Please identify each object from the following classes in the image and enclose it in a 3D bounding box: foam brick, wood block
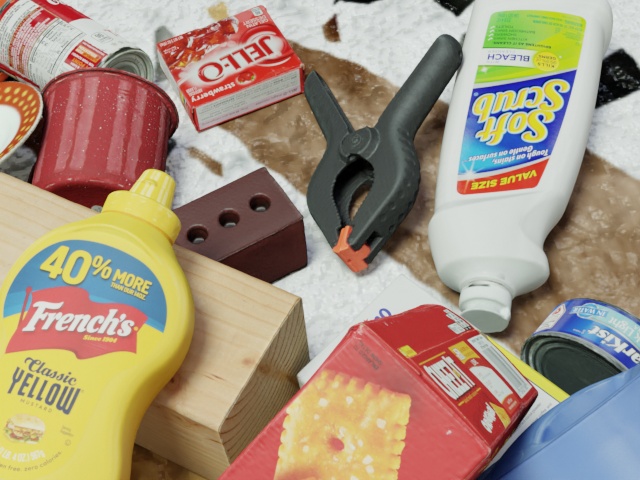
[{"bbox_3d":[-0.054,0.001,0.670,0.078,0.051,0.053,-28,57,-15],"label":"foam brick"},{"bbox_3d":[-0.118,0.050,0.615,0.206,0.091,0.090,21,59,18],"label":"wood block"}]

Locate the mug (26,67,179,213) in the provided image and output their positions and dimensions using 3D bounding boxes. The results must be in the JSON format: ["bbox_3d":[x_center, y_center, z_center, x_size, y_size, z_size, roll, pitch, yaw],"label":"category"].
[{"bbox_3d":[-0.151,-0.048,0.698,0.117,0.093,0.081,-18,54,29],"label":"mug"}]

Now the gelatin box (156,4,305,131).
[{"bbox_3d":[-0.065,-0.127,0.775,0.089,0.030,0.073,-23,56,-12],"label":"gelatin box"}]

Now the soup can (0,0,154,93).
[{"bbox_3d":[-0.178,-0.128,0.761,0.102,0.068,0.068,32,62,23],"label":"soup can"}]

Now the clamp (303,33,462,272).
[{"bbox_3d":[0.040,-0.063,0.699,0.120,0.039,0.171,-22,51,31],"label":"clamp"}]

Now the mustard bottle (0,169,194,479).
[{"bbox_3d":[-0.115,0.049,0.524,0.096,0.058,0.191,17,67,9],"label":"mustard bottle"}]

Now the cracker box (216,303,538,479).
[{"bbox_3d":[-0.012,0.124,0.451,0.072,0.164,0.214,45,102,12],"label":"cracker box"}]

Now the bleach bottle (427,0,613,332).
[{"bbox_3d":[0.130,-0.054,0.692,0.102,0.068,0.250,7,57,11],"label":"bleach bottle"}]
